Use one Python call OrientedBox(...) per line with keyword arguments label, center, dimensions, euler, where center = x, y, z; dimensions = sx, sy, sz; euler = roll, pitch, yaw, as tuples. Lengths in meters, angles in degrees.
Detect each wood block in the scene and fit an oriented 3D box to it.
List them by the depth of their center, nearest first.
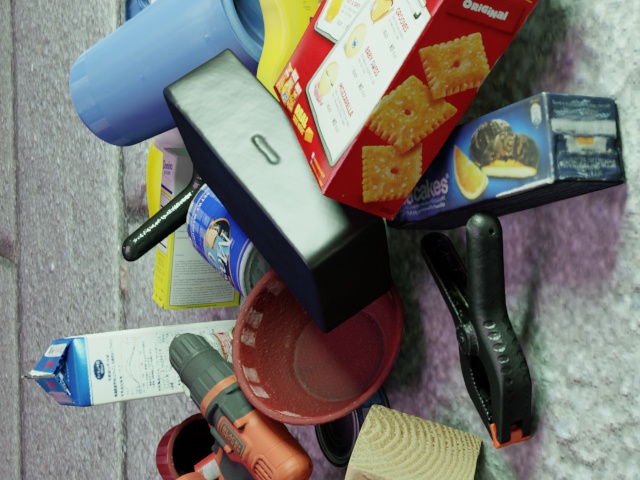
OrientedBox(label="wood block", center=(0.053, 0.246, 0.832), dimensions=(0.090, 0.091, 0.206), euler=(-56, -19, -64))

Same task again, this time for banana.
OrientedBox(label="banana", center=(-0.194, -0.053, 1.340), dimensions=(0.070, 0.037, 0.198), euler=(3, 95, 62))

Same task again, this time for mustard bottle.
OrientedBox(label="mustard bottle", center=(-0.008, -0.152, 0.933), dimensions=(0.058, 0.096, 0.192), euler=(17, 107, 59))

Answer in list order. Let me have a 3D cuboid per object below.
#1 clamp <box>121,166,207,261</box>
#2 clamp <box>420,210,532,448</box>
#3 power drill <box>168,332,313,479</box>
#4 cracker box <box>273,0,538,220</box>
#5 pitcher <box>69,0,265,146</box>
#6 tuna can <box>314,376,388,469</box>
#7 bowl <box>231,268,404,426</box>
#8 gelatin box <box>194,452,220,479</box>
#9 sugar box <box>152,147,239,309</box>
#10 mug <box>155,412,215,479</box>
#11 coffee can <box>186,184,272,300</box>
OrientedBox(label="clamp", center=(-0.095, -0.053, 1.102), dimensions=(0.036, 0.164, 0.210), euler=(40, 104, 40))
OrientedBox(label="clamp", center=(0.119, 0.060, 0.761), dimensions=(0.120, 0.039, 0.171), euler=(109, 143, -75))
OrientedBox(label="power drill", center=(-0.096, 0.199, 0.986), dimensions=(0.185, 0.057, 0.188), euler=(46, 135, 29))
OrientedBox(label="cracker box", center=(0.059, -0.148, 0.764), dimensions=(0.214, 0.072, 0.164), euler=(-57, 31, 24))
OrientedBox(label="pitcher", center=(-0.135, -0.189, 1.038), dimensions=(0.243, 0.144, 0.149), euler=(-20, 52, 37))
OrientedBox(label="tuna can", center=(0.027, 0.162, 0.961), dimensions=(0.086, 0.033, 0.086), euler=(9, 100, 61))
OrientedBox(label="bowl", center=(0.006, 0.089, 0.924), dimensions=(0.162, 0.055, 0.162), euler=(-12, 61, 22))
OrientedBox(label="gelatin box", center=(-0.075, 0.229, 1.096), dimensions=(0.073, 0.089, 0.030), euler=(-43, 57, 55))
OrientedBox(label="sugar box", center=(-0.130, -0.014, 1.172), dimensions=(0.048, 0.093, 0.176), euler=(29, 117, 57))
OrientedBox(label="mug", center=(-0.136, 0.235, 1.221), dimensions=(0.082, 0.093, 0.117), euler=(-31, 35, 63))
OrientedBox(label="coffee can", center=(-0.057, 0.001, 1.028), dimensions=(0.140, 0.102, 0.103), euler=(38, 125, 54))
